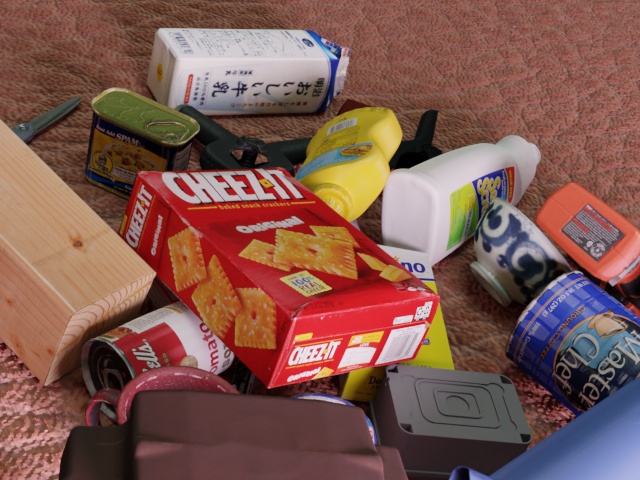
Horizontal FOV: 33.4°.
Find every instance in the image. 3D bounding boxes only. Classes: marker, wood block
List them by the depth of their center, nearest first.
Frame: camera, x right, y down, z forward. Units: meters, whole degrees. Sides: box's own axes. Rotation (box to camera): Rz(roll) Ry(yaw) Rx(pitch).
[{"bbox_3d":[-0.065,0.130,0.838,0.020,0.020,0.121,15,36,-3],"label":"marker"},{"bbox_3d":[-0.242,0.000,0.846,0.206,0.090,0.090,43,40,15],"label":"wood block"}]

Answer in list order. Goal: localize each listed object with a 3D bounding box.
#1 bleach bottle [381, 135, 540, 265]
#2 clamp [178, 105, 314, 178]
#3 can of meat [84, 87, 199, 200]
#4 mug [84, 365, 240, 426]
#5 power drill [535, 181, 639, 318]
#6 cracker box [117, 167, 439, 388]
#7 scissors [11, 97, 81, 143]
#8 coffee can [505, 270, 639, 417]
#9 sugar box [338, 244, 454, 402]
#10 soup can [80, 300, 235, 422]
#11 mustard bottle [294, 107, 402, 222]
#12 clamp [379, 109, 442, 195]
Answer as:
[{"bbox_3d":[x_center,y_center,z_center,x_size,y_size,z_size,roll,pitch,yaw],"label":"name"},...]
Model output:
[{"bbox_3d":[0.160,-0.060,1.114,0.068,0.102,0.250,21,34,32],"label":"bleach bottle"},{"bbox_3d":[-0.063,-0.084,1.084,0.164,0.036,0.210,9,22,-12],"label":"clamp"},{"bbox_3d":[-0.174,-0.086,1.027,0.102,0.084,0.057,24,36,10],"label":"can of meat"},{"bbox_3d":[-0.112,0.144,0.746,0.117,0.082,0.093,22,36,7],"label":"mug"},{"bbox_3d":[0.277,0.018,1.022,0.187,0.057,0.185,36,7,-47],"label":"power drill"},{"bbox_3d":[-0.034,0.019,0.853,0.163,0.072,0.214,-4,35,-44],"label":"cracker box"},{"bbox_3d":[-0.316,-0.108,1.057,0.096,0.016,0.201,17,35,0],"label":"scissors"},{"bbox_3d":[0.247,0.107,0.925,0.102,0.103,0.140,-19,49,-40],"label":"coffee can"},{"bbox_3d":[0.060,0.070,0.947,0.093,0.048,0.176,9,37,-11],"label":"sugar box"},{"bbox_3d":[-0.124,0.090,0.826,0.069,0.069,0.102,38,40,27],"label":"soup can"},{"bbox_3d":[0.021,-0.064,1.019,0.096,0.058,0.191,-17,23,20],"label":"mustard bottle"},{"bbox_3d":[0.116,-0.096,1.200,0.171,0.039,0.120,-16,46,-38],"label":"clamp"}]
